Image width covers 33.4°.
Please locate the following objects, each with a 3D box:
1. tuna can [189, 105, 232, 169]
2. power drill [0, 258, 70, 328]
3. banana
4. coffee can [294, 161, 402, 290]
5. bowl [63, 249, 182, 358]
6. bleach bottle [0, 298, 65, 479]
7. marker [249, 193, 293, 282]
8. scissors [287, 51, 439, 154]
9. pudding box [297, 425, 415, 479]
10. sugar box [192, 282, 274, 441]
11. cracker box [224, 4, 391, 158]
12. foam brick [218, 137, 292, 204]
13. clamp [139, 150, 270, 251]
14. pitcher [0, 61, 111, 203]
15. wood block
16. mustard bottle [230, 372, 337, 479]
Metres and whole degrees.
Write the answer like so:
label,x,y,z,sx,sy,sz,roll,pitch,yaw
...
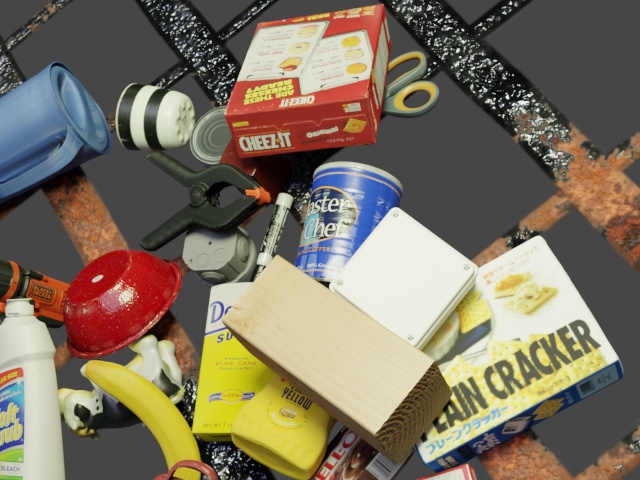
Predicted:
label,x,y,z,sx,sy,sz,roll,pitch,yaw
tuna can,-0.119,-0.125,1.336,0.086,0.033,0.086,-9,63,18
power drill,-0.378,0.117,1.249,0.057,0.184,0.187,3,74,44
banana,-0.181,0.205,1.158,0.069,0.037,0.198,-29,93,-19
coffee can,0.029,-0.002,1.178,0.103,0.102,0.140,3,67,23
bowl,-0.243,0.061,1.245,0.162,0.055,0.162,-24,31,16
bleach bottle,-0.337,0.191,1.195,0.103,0.067,0.251,-6,87,35
marker,-0.058,0.002,1.260,0.020,0.020,0.121,9,70,25
scissors,0.060,-0.147,1.285,0.202,0.016,0.096,-43,57,-2
pudding box,0.033,0.231,1.079,0.113,0.039,0.090,-47,22,-7
sugar box,-0.085,0.134,1.192,0.093,0.048,0.176,-5,66,18
cracker box,-0.008,-0.188,1.250,0.164,0.072,0.213,-6,39,14
foam brick,-0.077,-0.087,1.275,0.053,0.078,0.051,21,74,28
clamp,-0.140,-0.058,1.238,0.172,0.039,0.120,-11,83,22
pitcher,-0.406,-0.115,1.389,0.243,0.149,0.145,-27,83,12
wood block,0.015,0.115,1.044,0.206,0.090,0.090,32,76,32
mustard bottle,-0.007,0.153,1.127,0.096,0.058,0.191,23,56,18
